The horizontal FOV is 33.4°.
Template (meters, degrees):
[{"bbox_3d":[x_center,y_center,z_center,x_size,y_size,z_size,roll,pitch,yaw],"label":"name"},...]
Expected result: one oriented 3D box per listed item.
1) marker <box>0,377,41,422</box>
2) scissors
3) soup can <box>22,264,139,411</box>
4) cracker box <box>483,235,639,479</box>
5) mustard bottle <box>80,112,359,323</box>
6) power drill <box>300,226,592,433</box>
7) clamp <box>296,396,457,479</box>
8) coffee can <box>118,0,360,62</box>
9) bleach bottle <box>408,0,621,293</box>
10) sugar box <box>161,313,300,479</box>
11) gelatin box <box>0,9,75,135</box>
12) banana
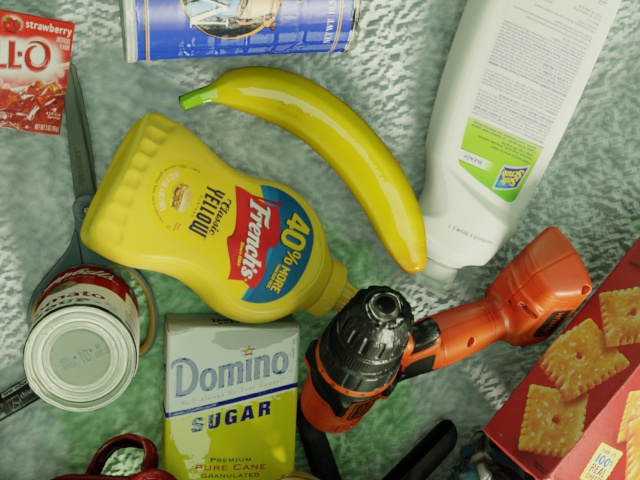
[{"bbox_3d":[-0.230,0.121,0.724,0.121,0.020,0.020,-30,105,-4],"label":"marker"},{"bbox_3d":[-0.171,-0.007,0.713,0.096,0.016,0.202,-22,104,-6],"label":"scissors"},{"bbox_3d":[-0.148,0.059,0.668,0.068,0.102,0.068,-2,102,-9],"label":"soup can"},{"bbox_3d":[0.236,0.095,0.749,0.214,0.072,0.164,-50,135,1],"label":"cracker box"},{"bbox_3d":[-0.054,0.001,0.709,0.191,0.058,0.096,29,69,-20],"label":"mustard bottle"},{"bbox_3d":[0.080,0.053,0.694,0.187,0.185,0.057,-19,70,-19],"label":"power drill"},{"bbox_3d":[0.017,0.192,0.777,0.120,0.039,0.171,22,93,-3],"label":"clamp"},{"bbox_3d":[-0.054,-0.165,0.661,0.140,0.103,0.103,-4,101,-11],"label":"coffee can"},{"bbox_3d":[0.116,-0.086,0.732,0.102,0.068,0.251,22,99,-9],"label":"bleach bottle"},{"bbox_3d":[-0.065,0.140,0.746,0.093,0.048,0.176,0,102,-11],"label":"sugar box"},{"bbox_3d":[-0.200,-0.106,0.659,0.089,0.030,0.073,2,100,-46],"label":"gelatin box"},{"bbox_3d":[0.003,-0.059,0.714,0.198,0.037,0.069,36,87,-2],"label":"banana"}]
